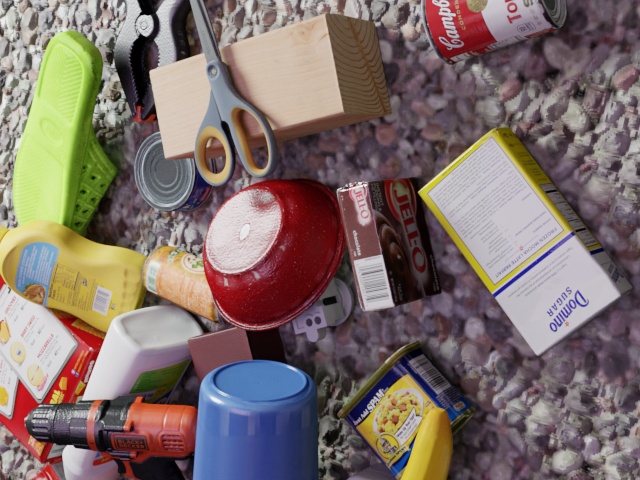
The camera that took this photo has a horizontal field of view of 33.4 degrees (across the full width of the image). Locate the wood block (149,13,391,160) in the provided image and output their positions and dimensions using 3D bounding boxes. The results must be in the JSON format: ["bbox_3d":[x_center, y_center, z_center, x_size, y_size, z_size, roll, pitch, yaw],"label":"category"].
[{"bbox_3d":[-0.050,-0.140,1.007,0.206,0.090,0.091,-11,89,33],"label":"wood block"}]

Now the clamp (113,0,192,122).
[{"bbox_3d":[-0.180,-0.230,1.114,0.165,0.036,0.210,22,107,29],"label":"clamp"}]

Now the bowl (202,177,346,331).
[{"bbox_3d":[-0.057,0.001,1.004,0.162,0.055,0.162,-19,55,29],"label":"bowl"}]

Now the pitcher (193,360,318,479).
[{"bbox_3d":[-0.066,0.239,1.017,0.149,0.144,0.243,9,108,19],"label":"pitcher"}]

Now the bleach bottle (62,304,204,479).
[{"bbox_3d":[-0.214,0.186,1.154,0.068,0.102,0.251,46,125,30],"label":"bleach bottle"}]

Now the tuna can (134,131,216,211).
[{"bbox_3d":[-0.153,-0.073,1.114,0.086,0.033,0.086,4,97,33],"label":"tuna can"}]

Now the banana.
[{"bbox_3d":[0.059,0.234,0.925,0.069,0.037,0.198,42,98,-11],"label":"banana"}]

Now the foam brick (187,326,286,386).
[{"bbox_3d":[-0.084,0.113,1.078,0.078,0.051,0.053,-16,87,33],"label":"foam brick"}]

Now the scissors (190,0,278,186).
[{"bbox_3d":[-0.104,-0.137,0.979,0.096,0.016,0.202,-36,76,30],"label":"scissors"}]

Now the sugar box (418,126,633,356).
[{"bbox_3d":[0.172,-0.001,0.905,0.093,0.048,0.176,-42,76,29],"label":"sugar box"}]

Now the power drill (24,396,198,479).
[{"bbox_3d":[-0.200,0.242,1.098,0.184,0.057,0.188,1,124,12],"label":"power drill"}]

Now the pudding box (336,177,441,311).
[{"bbox_3d":[0.062,0.002,0.949,0.039,0.089,0.113,-11,90,35],"label":"pudding box"}]

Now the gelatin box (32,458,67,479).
[{"bbox_3d":[-0.307,0.312,1.255,0.073,0.030,0.089,-46,71,27],"label":"gelatin box"}]

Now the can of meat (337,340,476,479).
[{"bbox_3d":[0.079,0.157,0.974,0.084,0.057,0.102,48,118,17],"label":"can of meat"}]

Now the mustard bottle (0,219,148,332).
[{"bbox_3d":[-0.282,0.030,1.145,0.191,0.058,0.096,21,122,0],"label":"mustard bottle"}]

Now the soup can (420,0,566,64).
[{"bbox_3d":[0.145,-0.194,0.889,0.102,0.068,0.068,-14,87,32],"label":"soup can"}]

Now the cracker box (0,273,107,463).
[{"bbox_3d":[-0.334,0.123,1.230,0.214,0.072,0.164,37,113,26],"label":"cracker box"}]
